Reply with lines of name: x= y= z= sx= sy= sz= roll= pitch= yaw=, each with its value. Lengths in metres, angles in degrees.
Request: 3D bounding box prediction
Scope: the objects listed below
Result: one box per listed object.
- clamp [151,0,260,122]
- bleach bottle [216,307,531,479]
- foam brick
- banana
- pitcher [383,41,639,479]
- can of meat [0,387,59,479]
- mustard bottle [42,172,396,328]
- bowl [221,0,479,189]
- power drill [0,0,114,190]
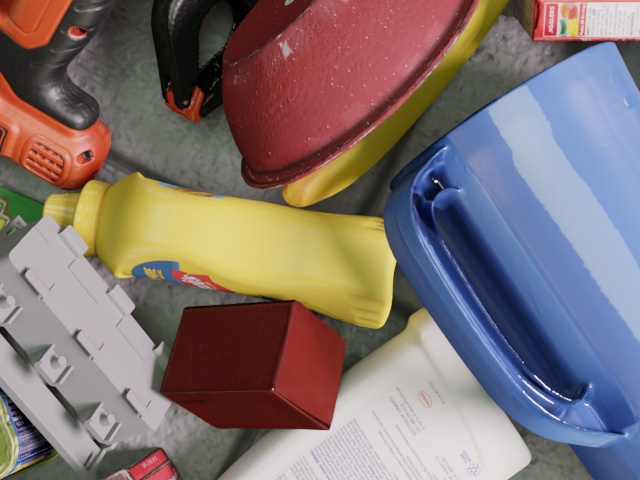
clamp: x=-0.051 y=-0.153 z=0.584 sx=0.120 sy=0.039 sz=0.171 roll=30 pitch=89 yaw=-30
bleach bottle: x=-0.016 y=0.145 z=0.578 sx=0.251 sy=0.068 sz=0.102 roll=-34 pitch=86 yaw=3
foam brick: x=-0.034 y=0.066 z=0.556 sx=0.078 sy=0.053 sz=0.051 roll=-5 pitch=57 yaw=35
banana: x=0.046 y=-0.091 z=0.564 sx=0.037 sy=0.069 sz=0.198 roll=38 pitch=84 yaw=14
pitcher: x=0.142 y=0.038 z=0.525 sx=0.149 sy=0.145 sz=0.243 roll=-31 pitch=83 yaw=4
can of meat: x=-0.199 y=0.112 z=0.579 sx=0.102 sy=0.084 sz=0.057 roll=-24 pitch=86 yaw=2
mustard bottle: x=-0.054 y=0.001 z=0.570 sx=0.191 sy=0.096 sz=0.058 roll=11 pitch=85 yaw=4
bowl: x=0.002 y=-0.103 z=0.537 sx=0.162 sy=0.162 sz=0.055 roll=-46 pitch=113 yaw=0
power drill: x=-0.173 y=-0.132 z=0.555 sx=0.184 sy=0.057 sz=0.188 roll=31 pitch=131 yaw=-6
